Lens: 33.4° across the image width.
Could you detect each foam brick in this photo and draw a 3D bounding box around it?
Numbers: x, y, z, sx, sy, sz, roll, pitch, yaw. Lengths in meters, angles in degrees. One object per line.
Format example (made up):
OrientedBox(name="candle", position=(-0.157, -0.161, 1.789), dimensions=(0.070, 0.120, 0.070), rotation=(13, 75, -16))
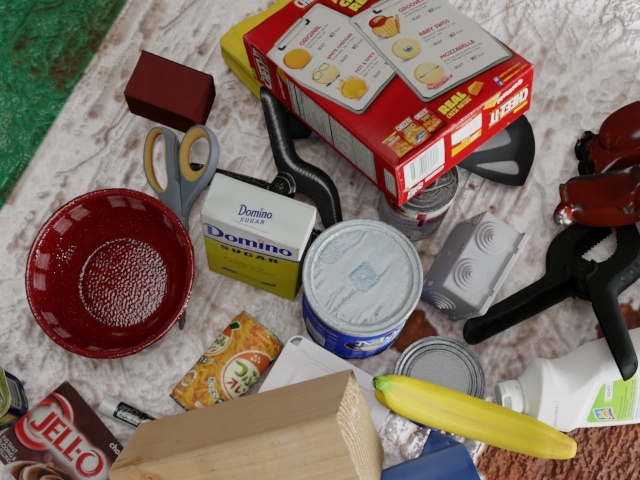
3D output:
OrientedBox(name="foam brick", position=(-0.148, -0.146, 1.062), dimensions=(0.078, 0.053, 0.051), rotation=(21, 75, 4))

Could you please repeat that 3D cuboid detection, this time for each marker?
OrientedBox(name="marker", position=(-0.149, 0.178, 0.992), dimensions=(0.121, 0.020, 0.020), rotation=(25, 76, 5))

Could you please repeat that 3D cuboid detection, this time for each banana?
OrientedBox(name="banana", position=(0.126, 0.156, 0.940), dimensions=(0.197, 0.070, 0.037), rotation=(18, 92, -12))

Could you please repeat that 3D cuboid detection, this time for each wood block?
OrientedBox(name="wood block", position=(-0.060, 0.190, 0.907), dimensions=(0.206, 0.090, 0.090), rotation=(-17, 106, 15))

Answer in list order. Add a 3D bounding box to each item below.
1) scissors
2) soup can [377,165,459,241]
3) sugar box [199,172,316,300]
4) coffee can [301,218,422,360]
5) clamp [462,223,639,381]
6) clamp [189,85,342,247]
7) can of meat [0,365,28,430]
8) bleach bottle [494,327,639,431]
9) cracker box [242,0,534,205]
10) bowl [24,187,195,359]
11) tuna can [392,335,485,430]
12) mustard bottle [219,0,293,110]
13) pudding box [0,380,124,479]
OrientedBox(name="scissors", position=(-0.124, -0.024, 1.029), dimensions=(0.096, 0.016, 0.202), rotation=(-25, 73, 28))
OrientedBox(name="soup can", position=(0.091, -0.043, 1.014), dimensions=(0.068, 0.102, 0.068), rotation=(0, 75, -1))
OrientedBox(name="sugar box", position=(-0.057, 0.001, 0.960), dimensions=(0.093, 0.176, 0.048), rotation=(19, 75, 4))
OrientedBox(name="coffee can", position=(0.034, 0.048, 0.968), dimensions=(0.103, 0.140, 0.103), rotation=(0, 75, -1))
OrientedBox(name="clamp", position=(0.252, 0.042, 0.992), dimensions=(0.165, 0.036, 0.209), rotation=(18, 53, 39))
OrientedBox(name="clamp", position=(-0.034, -0.063, 1.034), dimensions=(0.171, 0.039, 0.120), rotation=(38, 112, 5))
OrientedBox(name="can of meat", position=(-0.322, 0.150, 0.962), dimensions=(0.102, 0.084, 0.057), rotation=(-19, 76, -6))
OrientedBox(name="bleach bottle", position=(0.286, 0.121, 0.978), dimensions=(0.250, 0.102, 0.068), rotation=(-8, 32, -2))
OrientedBox(name="cracker box", position=(0.060, -0.153, 0.973), dimensions=(0.164, 0.072, 0.214), rotation=(-38, 61, -16))
OrientedBox(name="bowl", position=(-0.192, 0.035, 1.006), dimensions=(0.162, 0.055, 0.162), rotation=(-1, 77, 5))
OrientedBox(name="tuna can", position=(0.110, 0.134, 1.001), dimensions=(0.086, 0.034, 0.086), rotation=(0, 75, -1))
OrientedBox(name="mustard bottle", position=(-0.003, -0.222, 1.083), dimensions=(0.191, 0.058, 0.096), rotation=(-41, 77, -11))
OrientedBox(name="pudding box", position=(-0.230, 0.199, 0.974), dimensions=(0.090, 0.039, 0.113), rotation=(-41, 80, -12))
